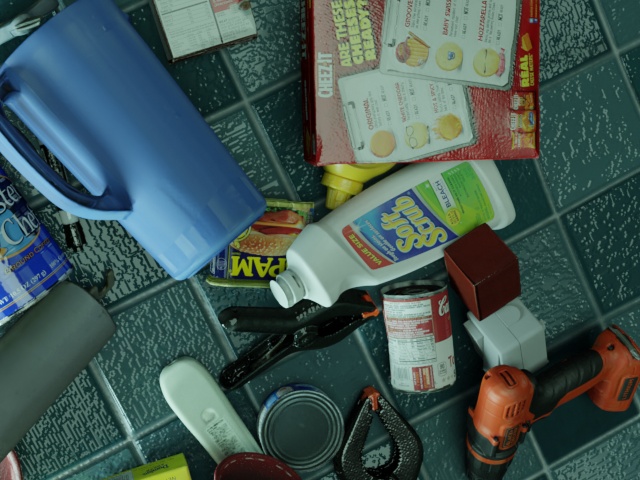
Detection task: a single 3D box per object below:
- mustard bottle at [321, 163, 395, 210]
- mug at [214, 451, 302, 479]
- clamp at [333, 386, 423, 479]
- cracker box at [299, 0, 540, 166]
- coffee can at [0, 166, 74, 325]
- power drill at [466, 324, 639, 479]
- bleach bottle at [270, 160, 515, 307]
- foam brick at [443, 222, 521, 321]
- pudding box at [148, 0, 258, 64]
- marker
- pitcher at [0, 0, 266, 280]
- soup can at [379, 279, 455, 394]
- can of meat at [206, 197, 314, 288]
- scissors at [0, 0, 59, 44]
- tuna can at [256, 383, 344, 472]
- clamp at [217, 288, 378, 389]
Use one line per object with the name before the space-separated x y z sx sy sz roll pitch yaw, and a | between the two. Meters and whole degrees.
mustard bottle | 0.042 -0.121 1.038 0.096 0.058 0.191 17 93 -14
mug | -0.057 0.268 1.018 0.117 0.093 0.082 22 117 1
clamp | 0.074 0.255 1.106 0.164 0.036 0.210 -2 98 -12
cracker box | 0.091 -0.154 0.977 0.213 0.072 0.164 -3 97 -12
coffee can | -0.303 -0.003 0.954 0.102 0.103 0.140 -35 104 -6
power drill | 0.235 0.172 1.095 0.187 0.057 0.184 -21 142 -20
bleach bottle | 0.065 -0.003 1.025 0.250 0.068 0.102 -31 102 -22
foam brick | 0.157 0.031 1.033 0.051 0.078 0.053 -33 59 -7
pudding box | -0.116 -0.231 0.999 0.090 0.039 0.113 -18 99 -9
marker | -0.243 -0.048 1.004 0.020 0.020 0.121 -15 101 -10
pitcher | -0.168 -0.081 0.932 0.149 0.145 0.243 -40 93 3
soup can | 0.099 0.096 1.075 0.068 0.068 0.102 -9 100 -11
can of meat | -0.057 0.001 1.034 0.102 0.057 0.084 3 94 -13
scissors | -0.241 -0.192 0.905 0.096 0.202 0.016 -44 114 -28
tuna can | -0.021 0.188 1.078 0.086 0.034 0.086 -2 98 -12
clamp | -0.026 0.080 1.035 0.171 0.120 0.039 -25 61 -12
